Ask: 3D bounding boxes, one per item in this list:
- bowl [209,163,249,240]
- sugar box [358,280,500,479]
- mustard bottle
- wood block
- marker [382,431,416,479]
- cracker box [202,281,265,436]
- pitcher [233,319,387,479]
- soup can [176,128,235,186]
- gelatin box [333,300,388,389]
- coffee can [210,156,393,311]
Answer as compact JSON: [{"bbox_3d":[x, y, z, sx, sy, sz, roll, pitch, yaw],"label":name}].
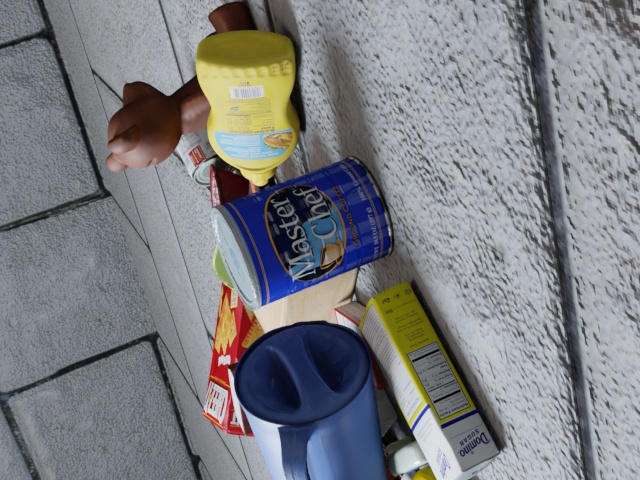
[{"bbox_3d":[-0.109,-0.024,1.406,0.162,0.055,0.162,172,90,-81],"label":"bowl"},{"bbox_3d":[0.096,0.133,0.972,0.176,0.048,0.093,61,165,18],"label":"sugar box"},{"bbox_3d":[-0.070,-0.126,1.098,0.192,0.096,0.058,86,-179,-51],"label":"mustard bottle"},{"bbox_3d":[-0.021,0.038,1.163,0.091,0.090,0.206,61,163,25],"label":"wood block"},{"bbox_3d":[0.091,0.251,1.198,0.121,0.020,0.020,50,157,49],"label":"marker"},{"bbox_3d":[-0.106,0.153,1.483,0.164,0.072,0.214,178,101,-74],"label":"cracker box"},{"bbox_3d":[0.001,0.214,1.074,0.145,0.149,0.243,32,148,41],"label":"pitcher"},{"bbox_3d":[-0.165,-0.134,1.466,0.102,0.068,0.068,61,163,25],"label":"soup can"},{"bbox_3d":[0.050,0.110,1.129,0.089,0.030,0.073,-154,46,-68],"label":"gelatin box"},{"bbox_3d":[-0.018,-0.007,0.992,0.103,0.140,0.103,69,165,0],"label":"coffee can"}]
